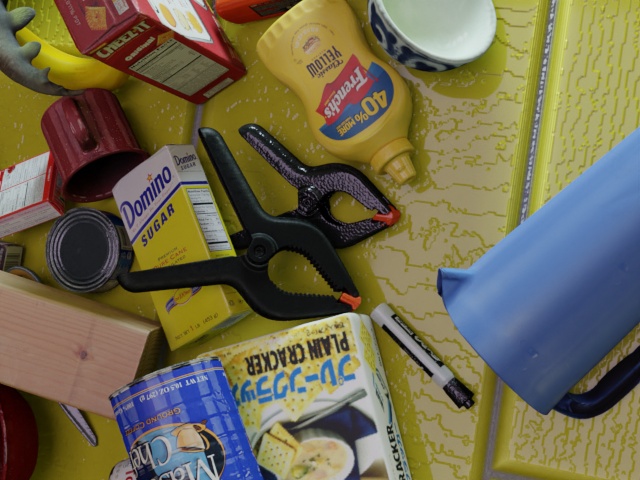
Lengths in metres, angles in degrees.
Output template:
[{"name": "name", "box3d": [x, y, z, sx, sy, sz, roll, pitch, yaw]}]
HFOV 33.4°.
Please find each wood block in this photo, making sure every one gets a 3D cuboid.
[{"name": "wood block", "box3d": [-0.264, 0.094, 1.017, 0.206, 0.090, 0.091, 18, 91, 3]}]

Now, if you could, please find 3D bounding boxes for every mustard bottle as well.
[{"name": "mustard bottle", "box3d": [0.028, -0.130, 0.973, 0.096, 0.058, 0.192, -36, 75, 9]}]

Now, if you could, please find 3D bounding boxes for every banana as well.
[{"name": "banana", "box3d": [-0.260, -0.186, 1.090, 0.198, 0.037, 0.070, 14, 108, 29]}]

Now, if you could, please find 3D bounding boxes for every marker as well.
[{"name": "marker", "box3d": [0.092, 0.104, 0.950, 0.020, 0.020, 0.121, -47, 72, 11]}]

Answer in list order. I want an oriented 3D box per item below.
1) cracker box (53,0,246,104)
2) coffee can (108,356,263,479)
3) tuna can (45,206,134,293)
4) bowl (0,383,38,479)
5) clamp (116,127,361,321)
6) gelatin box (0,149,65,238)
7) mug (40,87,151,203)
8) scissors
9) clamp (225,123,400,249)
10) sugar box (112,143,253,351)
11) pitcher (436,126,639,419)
[{"name": "cracker box", "box3d": [-0.171, -0.223, 0.971, 0.072, 0.213, 0.164, -33, 75, 15]}, {"name": "coffee can", "box3d": [-0.109, 0.182, 0.906, 0.103, 0.102, 0.140, -25, 76, 17]}, {"name": "tuna can", "box3d": [-0.231, 0.010, 1.071, 0.086, 0.033, 0.086, -2, 85, 20]}, {"name": "bowl", "box3d": [-0.327, 0.201, 1.063, 0.162, 0.055, 0.162, -3, 86, 47]}, {"name": "clamp", "box3d": [-0.056, 0.001, 0.956, 0.210, 0.036, 0.164, 21, 81, -2]}, {"name": "gelatin box", "box3d": [-0.301, -0.046, 1.088, 0.089, 0.030, 0.073, -19, 47, 18]}, {"name": "mug", "box3d": [-0.225, -0.099, 1.038, 0.093, 0.117, 0.081, -27, 72, -1]}, {"name": "scissors", "box3d": [-0.273, 0.107, 1.071, 0.202, 0.016, 0.096, 40, 93, 2]}, {"name": "clamp", "box3d": [-0.014, -0.028, 0.992, 0.172, 0.039, 0.120, 22, 110, 19]}, {"name": "sugar box", "box3d": [-0.132, 0.006, 1.017, 0.093, 0.048, 0.176, -32, 77, 35]}, {"name": "pitcher", "box3d": [0.228, 0.022, 0.858, 0.243, 0.149, 0.145, -43, 58, 9]}]
